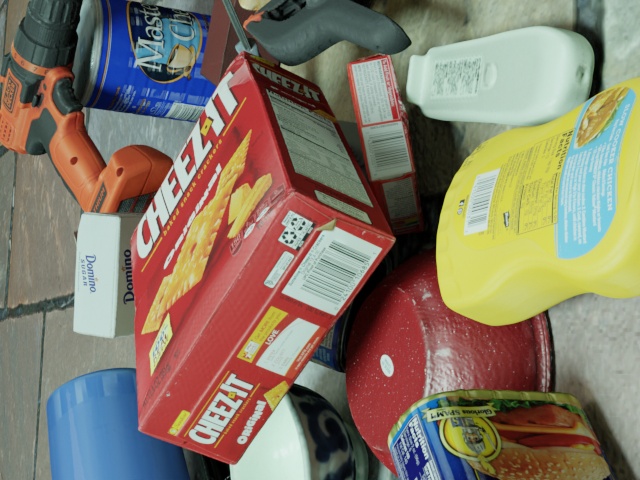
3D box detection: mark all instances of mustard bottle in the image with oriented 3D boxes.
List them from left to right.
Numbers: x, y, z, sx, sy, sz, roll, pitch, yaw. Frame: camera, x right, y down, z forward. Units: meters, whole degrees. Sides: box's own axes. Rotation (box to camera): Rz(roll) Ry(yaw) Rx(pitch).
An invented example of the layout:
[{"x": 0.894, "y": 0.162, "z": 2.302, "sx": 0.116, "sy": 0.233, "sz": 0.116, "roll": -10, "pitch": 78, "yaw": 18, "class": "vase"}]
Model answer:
[{"x": 0.127, "y": -0.021, "z": 0.470, "sx": 0.192, "sy": 0.058, "sz": 0.096, "roll": -23, "pitch": 47, "yaw": 61, "class": "mustard bottle"}]

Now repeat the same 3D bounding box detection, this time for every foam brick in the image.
[{"x": -0.064, "y": -0.168, "z": 0.899, "sx": 0.051, "sy": 0.052, "sz": 0.078, "roll": 45, "pitch": 125, "yaw": 58, "class": "foam brick"}]

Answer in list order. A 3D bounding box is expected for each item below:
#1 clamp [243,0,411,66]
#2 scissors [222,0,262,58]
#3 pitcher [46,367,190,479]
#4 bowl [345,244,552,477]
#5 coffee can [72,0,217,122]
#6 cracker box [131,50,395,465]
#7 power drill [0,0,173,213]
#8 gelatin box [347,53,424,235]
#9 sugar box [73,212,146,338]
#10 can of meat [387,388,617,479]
[{"x": 0.020, "y": -0.158, "z": 0.674, "sx": 0.172, "sy": 0.039, "sz": 0.120, "roll": 5, "pitch": 52, "yaw": 51, "class": "clamp"}, {"x": -0.042, "y": -0.117, "z": 0.772, "sx": 0.096, "sy": 0.016, "sz": 0.201, "roll": 62, "pitch": 177, "yaw": 24, "class": "scissors"}, {"x": -0.168, "y": 0.243, "z": 0.921, "sx": 0.149, "sy": 0.144, "sz": 0.243, "roll": -29, "pitch": 61, "yaw": 25, "class": "pitcher"}, {"x": 0.059, "y": 0.072, "z": 0.600, "sx": 0.162, "sy": 0.055, "sz": 0.162, "roll": -20, "pitch": 67, "yaw": 61, "class": "bowl"}, {"x": -0.151, "y": -0.163, "z": 0.976, "sx": 0.103, "sy": 0.140, "sz": 0.103, "roll": -21, "pitch": 67, "yaw": 62, "class": "coffee can"}, {"x": -0.049, "y": 0.000, "z": 0.640, "sx": 0.164, "sy": 0.072, "sz": 0.214, "roll": -56, "pitch": 25, "yaw": 20, "class": "cracker box"}, {"x": -0.197, "y": -0.101, "z": 0.879, "sx": 0.188, "sy": 0.057, "sz": 0.185, "roll": 52, "pitch": 137, "yaw": 23, "class": "power drill"}, {"x": 0.041, "y": -0.058, "z": 0.653, "sx": 0.073, "sy": 0.030, "sz": 0.089, "roll": 71, "pitch": -171, "yaw": -61, "class": "gelatin box"}, {"x": -0.126, "y": 0.023, "z": 0.862, "sx": 0.048, "sy": 0.175, "sz": 0.093, "roll": 6, "pitch": 93, "yaw": 30, "class": "sugar box"}, {"x": 0.088, "y": 0.116, "z": 0.481, "sx": 0.084, "sy": 0.102, "sz": 0.058, "roll": -108, "pitch": 33, "yaw": -43, "class": "can of meat"}]
